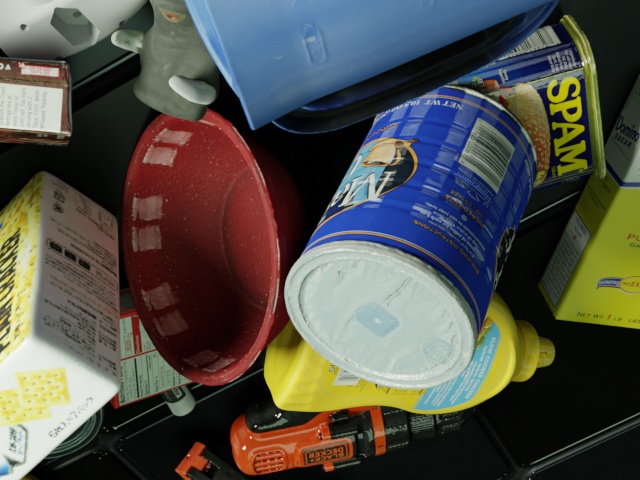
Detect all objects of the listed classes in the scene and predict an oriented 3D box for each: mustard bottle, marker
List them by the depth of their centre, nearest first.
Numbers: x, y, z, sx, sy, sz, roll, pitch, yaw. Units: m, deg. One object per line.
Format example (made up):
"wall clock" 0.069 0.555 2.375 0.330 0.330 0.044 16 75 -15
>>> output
"mustard bottle" 0.066 0.066 0.678 0.191 0.058 0.096 6 118 -24
"marker" -0.118 0.077 0.740 0.020 0.020 0.121 -20 128 4

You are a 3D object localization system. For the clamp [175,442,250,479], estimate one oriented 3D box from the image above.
"clamp" -0.042 0.219 0.820 0.120 0.039 0.171 2 141 41

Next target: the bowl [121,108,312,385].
"bowl" -0.054 0.001 0.626 0.055 0.162 0.162 -7 133 -40

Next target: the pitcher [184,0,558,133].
"pitcher" 0.059 -0.138 0.426 0.243 0.149 0.145 -20 97 -1

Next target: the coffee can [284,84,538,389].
"coffee can" 0.053 -0.004 0.586 0.103 0.140 0.103 15 138 14

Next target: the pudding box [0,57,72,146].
"pudding box" -0.175 -0.072 0.556 0.090 0.114 0.039 2 90 -14

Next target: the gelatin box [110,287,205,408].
"gelatin box" -0.104 0.062 0.706 0.089 0.030 0.073 -16 125 -25

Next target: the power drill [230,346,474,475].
"power drill" 0.020 0.085 0.751 0.184 0.057 0.188 -11 128 -7

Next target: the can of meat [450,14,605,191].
"can of meat" 0.122 -0.076 0.650 0.084 0.057 0.102 -15 128 3
